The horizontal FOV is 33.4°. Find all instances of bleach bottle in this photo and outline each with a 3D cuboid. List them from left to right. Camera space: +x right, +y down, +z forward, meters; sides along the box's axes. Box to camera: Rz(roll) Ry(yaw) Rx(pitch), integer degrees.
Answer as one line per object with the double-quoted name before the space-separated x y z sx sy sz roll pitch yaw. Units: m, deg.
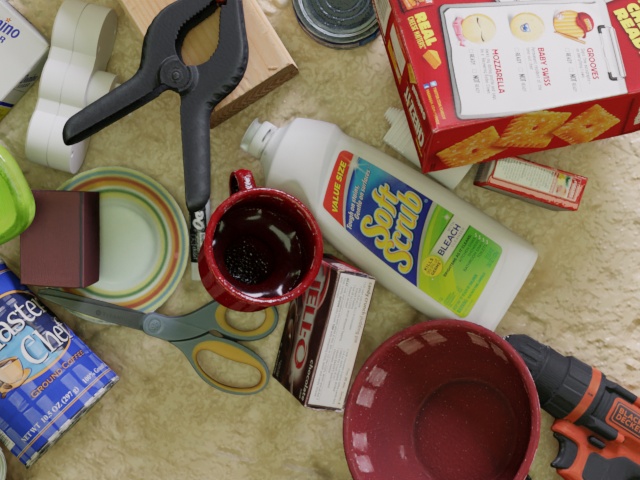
"bleach bottle" 0.044 -0.017 0.866 0.251 0.068 0.102 31 92 3

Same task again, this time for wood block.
"wood block" -0.110 -0.200 0.848 0.091 0.090 0.206 -31 92 5

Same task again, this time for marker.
"marker" -0.101 -0.027 0.892 0.020 0.020 0.121 -2 93 2

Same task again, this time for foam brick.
"foam brick" -0.209 -0.002 0.860 0.051 0.053 0.078 1 92 3

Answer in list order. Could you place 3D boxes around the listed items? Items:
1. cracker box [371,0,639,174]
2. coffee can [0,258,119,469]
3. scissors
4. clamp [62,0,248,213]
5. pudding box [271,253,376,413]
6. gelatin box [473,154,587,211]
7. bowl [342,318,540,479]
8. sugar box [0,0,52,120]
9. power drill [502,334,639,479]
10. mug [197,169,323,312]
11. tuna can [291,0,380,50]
"cracker box" 0.159 -0.152 0.804 0.213 0.072 0.164 -11 66 -8
"coffee can" -0.248 0.099 0.864 0.103 0.103 0.140 -45 91 4
"scissors" -0.121 0.056 0.882 0.201 0.016 0.096 33 87 -11
"clamp" -0.115 -0.118 0.789 0.120 0.039 0.171 20 88 -2
"pudding box" 0.001 0.071 0.856 0.039 0.090 0.113 10 95 -19
"gelatin box" 0.164 -0.047 0.844 0.073 0.089 0.030 18 93 1
"bowl" 0.099 0.144 0.821 0.162 0.055 0.162 -11 67 28
"sugar box" -0.309 -0.124 0.884 0.093 0.048 0.176 43 91 -1
"power drill" 0.187 0.189 0.851 0.184 0.057 0.187 31 79 -1
"mug" -0.056 0.001 0.852 0.093 0.082 0.117 -12 81 -17
"tuna can" 0.019 -0.200 0.870 0.086 0.033 0.086 0 93 2
